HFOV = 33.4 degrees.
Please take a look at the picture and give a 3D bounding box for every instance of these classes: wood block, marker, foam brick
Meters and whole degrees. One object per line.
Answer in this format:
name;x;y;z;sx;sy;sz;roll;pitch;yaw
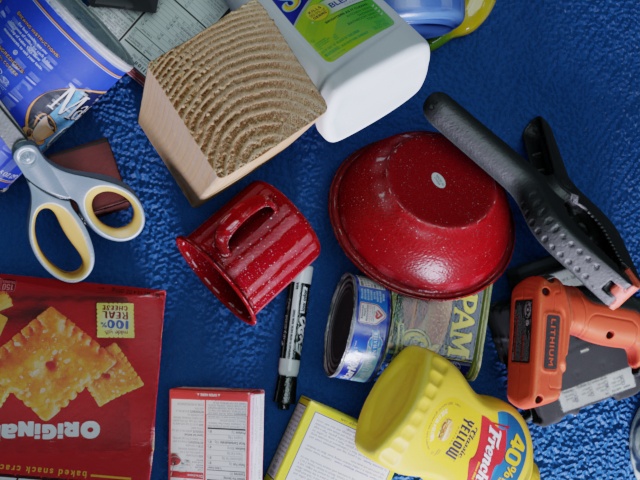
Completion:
wood block;-0.073;-0.093;0.793;0.090;0.206;0.091;-34;93;-11
marker;-0.023;0.080;0.886;0.020;0.020;0.121;8;85;-10
foam brick;-0.182;-0.044;0.835;0.053;0.078;0.051;-19;91;-9

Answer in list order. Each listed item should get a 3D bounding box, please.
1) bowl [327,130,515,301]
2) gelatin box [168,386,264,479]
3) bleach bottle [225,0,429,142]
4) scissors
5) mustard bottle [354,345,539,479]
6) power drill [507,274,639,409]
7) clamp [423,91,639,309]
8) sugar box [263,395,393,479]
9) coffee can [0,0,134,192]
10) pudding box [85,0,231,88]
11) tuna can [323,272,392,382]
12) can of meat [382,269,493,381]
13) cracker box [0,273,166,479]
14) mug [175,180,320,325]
bowl;0.090;-0.034;0.863;0.162;0.055;0.162;6;58;-10
gelatin box;-0.083;0.162;0.848;0.073;0.030;0.089;-2;86;24
bleach bottle;-0.032;-0.191;0.817;0.102;0.068;0.251;-32;64;-21
scissors;-0.188;-0.061;0.760;0.096;0.016;0.202;-18;120;-11
mustard bottle;0.119;0.168;0.866;0.191;0.058;0.096;36;77;-32
power drill;0.246;0.102;0.860;0.187;0.057;0.184;5;82;-14
clamp;0.172;-0.037;0.836;0.164;0.036;0.210;9;42;-42
sugar box;-0.009;0.226;0.867;0.093;0.048;0.176;27;85;-10
coffee can;-0.225;-0.120;0.801;0.140;0.103;0.103;-43;95;6
pudding box;-0.131;-0.186;0.874;0.090;0.039;0.113;41;82;-5
tuna can;0.030;0.071;0.863;0.033;0.086;0.086;11;84;-11
can of meat;0.091;0.060;0.891;0.084;0.057;0.102;10;85;-8
cracker box;-0.205;0.133;0.782;0.164;0.072;0.213;7;59;-11
mug;-0.056;0.001;0.840;0.081;0.117;0.093;-42;67;-15
